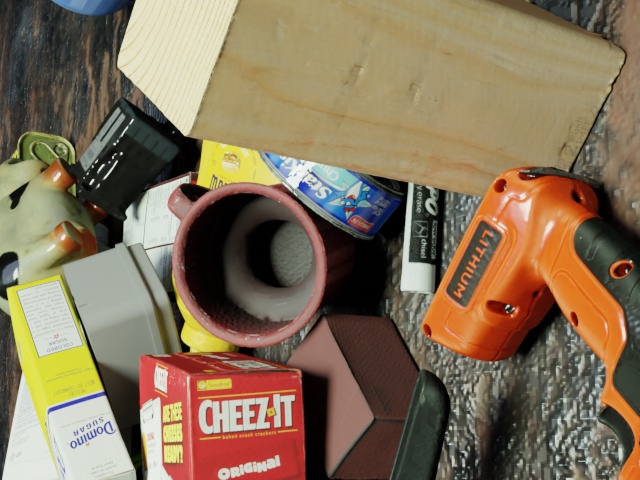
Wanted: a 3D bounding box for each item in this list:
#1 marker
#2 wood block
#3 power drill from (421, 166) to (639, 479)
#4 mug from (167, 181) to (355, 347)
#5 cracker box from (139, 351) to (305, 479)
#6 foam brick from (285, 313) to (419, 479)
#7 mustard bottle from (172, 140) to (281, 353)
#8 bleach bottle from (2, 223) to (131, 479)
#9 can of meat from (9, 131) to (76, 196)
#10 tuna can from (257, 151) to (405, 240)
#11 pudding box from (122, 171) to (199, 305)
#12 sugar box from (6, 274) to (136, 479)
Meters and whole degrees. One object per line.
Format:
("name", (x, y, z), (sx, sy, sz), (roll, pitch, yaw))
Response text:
("marker", (0.058, -0.031, 0.598), (0.020, 0.020, 0.121), (-4, 80, 54))
("wood block", (0.027, -0.085, 0.493), (0.091, 0.205, 0.090), (46, 119, 49))
("power drill", (0.121, 0.068, 0.460), (0.188, 0.057, 0.185), (49, 122, 45))
("mug", (-0.038, 0.003, 0.630), (0.117, 0.081, 0.093), (32, 106, 12))
("cracker box", (-0.057, 0.176, 0.623), (0.164, 0.072, 0.214), (174, 95, -71))
("foam brick", (0.022, 0.086, 0.595), (0.051, 0.052, 0.078), (-57, 41, 31))
("mustard bottle", (-0.055, 0.001, 0.716), (0.096, 0.058, 0.192), (26, 106, 39))
("bleach bottle", (-0.192, 0.090, 0.865), (0.103, 0.068, 0.251), (-20, 50, 24))
("can of meat", (-0.282, -0.042, 1.048), (0.084, 0.057, 0.102), (-35, 55, 49))
("tuna can", (0.007, -0.040, 0.613), (0.034, 0.086, 0.086), (-51, 43, 13))
("pudding box", (-0.113, 0.002, 0.817), (0.114, 0.039, 0.090), (-11, 73, 51))
("sugar box", (-0.169, 0.118, 0.726), (0.093, 0.048, 0.176), (95, 155, -44))
